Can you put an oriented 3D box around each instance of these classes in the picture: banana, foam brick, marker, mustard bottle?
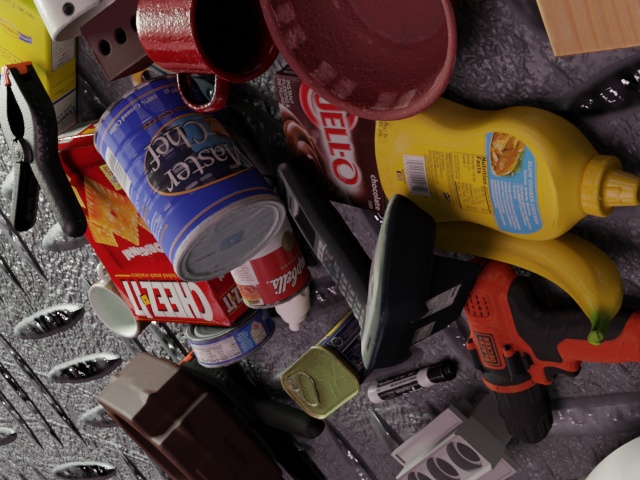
[{"bbox_3d":[0.149,0.011,0.772,0.198,0.069,0.037,31,132,48],"label":"banana"},{"bbox_3d":[-0.151,-0.176,0.890,0.078,0.051,0.053,-26,96,38],"label":"foam brick"},{"bbox_3d":[0.085,0.131,0.990,0.020,0.020,0.121,51,143,-7],"label":"marker"},{"bbox_3d":[0.131,-0.048,0.744,0.192,0.058,0.096,13,128,37],"label":"mustard bottle"}]

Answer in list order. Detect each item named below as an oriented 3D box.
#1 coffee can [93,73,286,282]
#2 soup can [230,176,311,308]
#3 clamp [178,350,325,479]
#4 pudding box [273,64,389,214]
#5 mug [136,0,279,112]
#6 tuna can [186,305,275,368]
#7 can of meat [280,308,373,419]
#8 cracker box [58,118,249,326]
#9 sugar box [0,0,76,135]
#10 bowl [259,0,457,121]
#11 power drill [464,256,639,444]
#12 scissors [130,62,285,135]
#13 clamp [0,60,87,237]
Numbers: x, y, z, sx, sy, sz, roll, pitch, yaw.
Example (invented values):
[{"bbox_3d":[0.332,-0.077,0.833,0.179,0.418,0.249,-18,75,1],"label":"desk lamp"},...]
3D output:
[{"bbox_3d":[-0.108,-0.051,0.877,0.140,0.102,0.103,54,147,21],"label":"coffee can"},{"bbox_3d":[-0.056,0.001,0.967,0.069,0.068,0.102,5,127,42],"label":"soup can"},{"bbox_3d":[-0.072,0.184,1.174,0.210,0.036,0.165,38,151,16],"label":"clamp"},{"bbox_3d":[0.016,-0.083,0.840,0.090,0.039,0.113,16,134,34],"label":"pudding box"},{"bbox_3d":[-0.088,-0.158,0.824,0.082,0.093,0.117,10,102,45],"label":"mug"},{"bbox_3d":[-0.090,0.089,1.067,0.086,0.086,0.033,-2,121,45],"label":"tuna can"},{"bbox_3d":[0.022,0.105,0.974,0.057,0.083,0.102,45,143,2],"label":"can of meat"},{"bbox_3d":[-0.168,-0.018,1.055,0.164,0.072,0.213,-1,123,46],"label":"cracker box"},{"bbox_3d":[-0.285,-0.180,1.042,0.093,0.048,0.176,34,141,16],"label":"sugar box"},{"bbox_3d":[0.036,-0.165,0.731,0.162,0.055,0.162,26,139,25],"label":"bowl"},{"bbox_3d":[0.201,0.099,0.814,0.188,0.057,0.184,6,131,40],"label":"power drill"},{"bbox_3d":[-0.100,-0.122,0.937,0.202,0.016,0.096,42,141,9],"label":"scissors"},{"bbox_3d":[-0.277,-0.081,1.020,0.120,0.039,0.171,-9,95,43],"label":"clamp"}]
